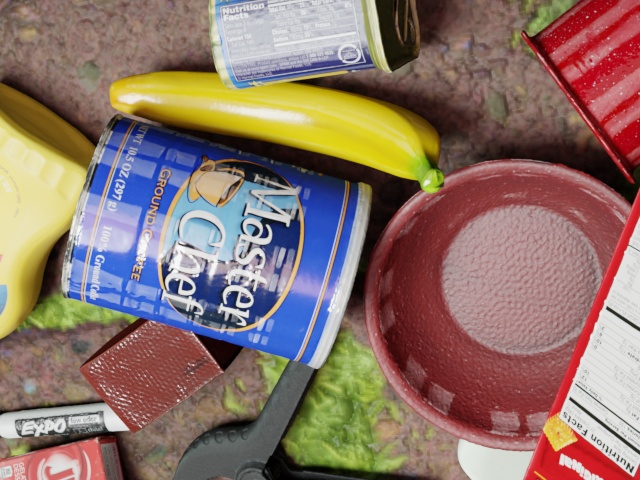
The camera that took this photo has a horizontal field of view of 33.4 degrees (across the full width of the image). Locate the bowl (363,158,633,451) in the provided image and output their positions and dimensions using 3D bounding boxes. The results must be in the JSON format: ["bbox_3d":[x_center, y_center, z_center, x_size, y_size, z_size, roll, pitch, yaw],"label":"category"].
[{"bbox_3d":[0.107,0.030,0.578,0.162,0.055,0.162,4,107,12],"label":"bowl"}]

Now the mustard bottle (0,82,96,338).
[{"bbox_3d":[-0.211,0.006,0.646,0.096,0.058,0.192,35,111,3],"label":"mustard bottle"}]

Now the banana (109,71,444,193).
[{"bbox_3d":[-0.016,-0.066,0.572,0.198,0.069,0.037,15,102,22],"label":"banana"}]

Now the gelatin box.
[{"bbox_3d":[-0.161,0.175,0.679,0.073,0.030,0.089,-14,81,11],"label":"gelatin box"}]

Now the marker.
[{"bbox_3d":[-0.177,0.117,0.691,0.121,0.020,0.020,-7,104,15],"label":"marker"}]

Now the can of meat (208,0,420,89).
[{"bbox_3d":[-0.001,-0.111,0.539,0.084,0.102,0.057,-6,104,17],"label":"can of meat"}]

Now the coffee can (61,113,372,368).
[{"bbox_3d":[-0.054,0.001,0.569,0.140,0.103,0.103,16,109,-4],"label":"coffee can"}]

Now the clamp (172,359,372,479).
[{"bbox_3d":[-0.024,0.148,0.652,0.172,0.039,0.120,-39,84,26],"label":"clamp"}]

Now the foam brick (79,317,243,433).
[{"bbox_3d":[-0.092,0.068,0.639,0.078,0.051,0.053,-34,97,20],"label":"foam brick"}]
